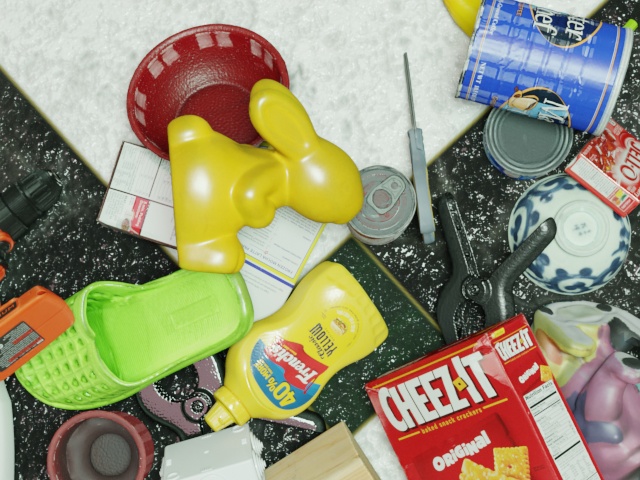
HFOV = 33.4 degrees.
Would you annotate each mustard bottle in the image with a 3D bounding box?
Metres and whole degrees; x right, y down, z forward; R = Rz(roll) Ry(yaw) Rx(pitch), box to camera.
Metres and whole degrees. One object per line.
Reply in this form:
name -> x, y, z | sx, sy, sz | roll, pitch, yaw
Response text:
mustard bottle -> -0.032, 0.112, 1.016 | 0.191, 0.058, 0.096 | -40, 109, -15

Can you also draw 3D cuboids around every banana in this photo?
banana -> 0.214, -0.204, 1.069 | 0.198, 0.037, 0.069 | 12, 69, 2

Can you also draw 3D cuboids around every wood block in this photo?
wood block -> -0.036, 0.274, 0.999 | 0.206, 0.090, 0.091 | -32, 108, -1

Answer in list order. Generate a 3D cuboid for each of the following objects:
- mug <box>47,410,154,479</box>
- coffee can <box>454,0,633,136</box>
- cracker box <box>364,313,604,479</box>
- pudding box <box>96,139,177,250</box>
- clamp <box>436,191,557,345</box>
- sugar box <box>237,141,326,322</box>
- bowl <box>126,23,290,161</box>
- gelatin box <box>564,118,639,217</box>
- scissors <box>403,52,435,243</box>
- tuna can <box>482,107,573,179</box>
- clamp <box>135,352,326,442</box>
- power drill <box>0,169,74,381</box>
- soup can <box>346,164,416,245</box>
mug -> -0.213, 0.217, 1.027 | 0.093, 0.081, 0.117 | 34, 87, 4
coffee can -> 0.207, -0.165, 0.997 | 0.140, 0.103, 0.103 | 16, 86, 6
cracker box -> 0.154, 0.197, 0.974 | 0.164, 0.071, 0.214 | -31, 82, 42
pudding box -> -0.157, -0.042, 1.067 | 0.113, 0.039, 0.090 | 18, 86, 1
clamp -> 0.148, 0.037, 1.037 | 0.120, 0.039, 0.171 | 27, 104, 33
sugar box -> -0.057, 0.001, 1.044 | 0.093, 0.048, 0.176 | 30, 89, -19
bowl -> -0.106, -0.132, 1.050 | 0.162, 0.055, 0.162 | -3, 65, 6
gelatin box -> 0.286, -0.073, 1.032 | 0.073, 0.030, 0.089 | 40, 45, 6
scissors -> 0.097, -0.083, 1.063 | 0.016, 0.096, 0.202 | -7, 54, 6
tuna can -> 0.205, -0.104, 1.060 | 0.086, 0.034, 0.086 | 0, 86, 2
clamp -> -0.122, 0.172, 1.050 | 0.210, 0.036, 0.164 | 42, 88, 1
power drill -> -0.300, 0.031, 1.014 | 0.184, 0.057, 0.188 | -40, 46, -2
soup can -> 0.055, -0.032, 1.026 | 0.068, 0.102, 0.068 | 0, 86, 2
